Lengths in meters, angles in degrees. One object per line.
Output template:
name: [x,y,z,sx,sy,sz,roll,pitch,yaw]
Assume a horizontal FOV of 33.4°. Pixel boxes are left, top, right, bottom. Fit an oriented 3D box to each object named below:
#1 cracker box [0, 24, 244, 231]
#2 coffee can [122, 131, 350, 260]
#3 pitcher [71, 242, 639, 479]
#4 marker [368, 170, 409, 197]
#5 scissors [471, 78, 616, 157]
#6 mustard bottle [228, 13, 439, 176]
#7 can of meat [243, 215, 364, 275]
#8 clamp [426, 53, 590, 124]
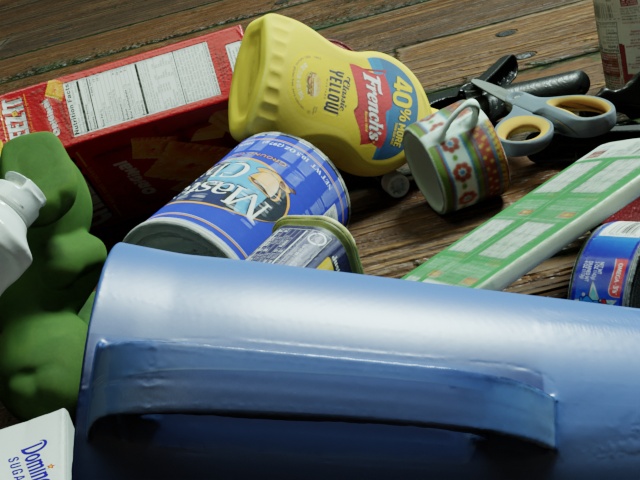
cracker box: [-0.147,-0.083,0.897,0.213,0.072,0.164,-17,-21,-1]
coffee can: [-0.055,0.001,0.718,0.103,0.103,0.140,-1,28,31]
pitcher: [0.031,0.072,0.404,0.243,0.145,0.149,4,27,-1]
marker: [0.043,-0.062,0.898,0.020,0.020,0.121,-21,24,-11]
scissors: [0.144,-0.099,0.835,0.096,0.016,0.202,-27,24,-21]
mustard bottle: [0.026,-0.101,0.824,0.191,0.096,0.058,14,-12,-30]
can of meat: [-0.016,0.050,0.590,0.058,0.102,0.083,3,32,35]
clamp: [0.148,-0.120,0.939,0.171,0.039,0.120,-31,23,-24]
